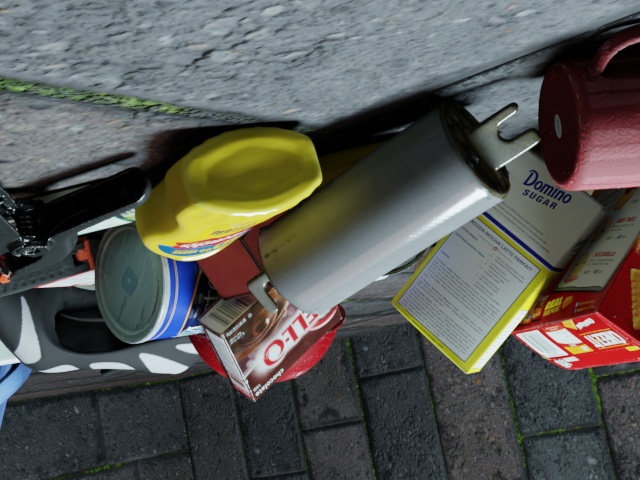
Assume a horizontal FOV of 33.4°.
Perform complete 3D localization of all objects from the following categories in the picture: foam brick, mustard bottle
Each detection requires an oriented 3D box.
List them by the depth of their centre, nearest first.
[{"bbox_3d":[-0.078,-0.024,0.747,0.096,0.058,0.192,-15,175,-26],"label":"mustard bottle"},{"bbox_3d":[-0.056,0.001,0.849,0.053,0.051,0.078,-16,-152,32],"label":"foam brick"}]

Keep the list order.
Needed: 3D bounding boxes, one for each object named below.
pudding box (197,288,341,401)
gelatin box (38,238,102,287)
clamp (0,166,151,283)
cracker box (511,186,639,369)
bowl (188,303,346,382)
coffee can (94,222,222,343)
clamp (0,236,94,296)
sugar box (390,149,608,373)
[{"bbox_3d":[-0.040,0.064,0.891,0.113,0.090,0.039,-41,-135,-21],"label":"pudding box"},{"bbox_3d":[-0.208,0.019,0.961,0.073,0.030,0.089,-15,173,26],"label":"gelatin box"},{"bbox_3d":[-0.202,-0.011,0.707,0.120,0.039,0.172,10,151,-37],"label":"clamp"},{"bbox_3d":[0.265,0.001,0.885,0.213,0.072,0.164,-55,-175,-16],"label":"cracker box"},{"bbox_3d":[-0.056,0.094,1.019,0.162,0.055,0.162,0,-166,0],"label":"bowl"},{"bbox_3d":[-0.107,0.030,0.915,0.140,0.103,0.103,-3,168,-43],"label":"coffee can"},{"bbox_3d":[-0.292,0.038,0.870,0.210,0.036,0.164,-13,-170,0],"label":"clamp"},{"bbox_3d":[0.148,0.015,0.892,0.176,0.093,0.048,-51,159,11],"label":"sugar box"}]
